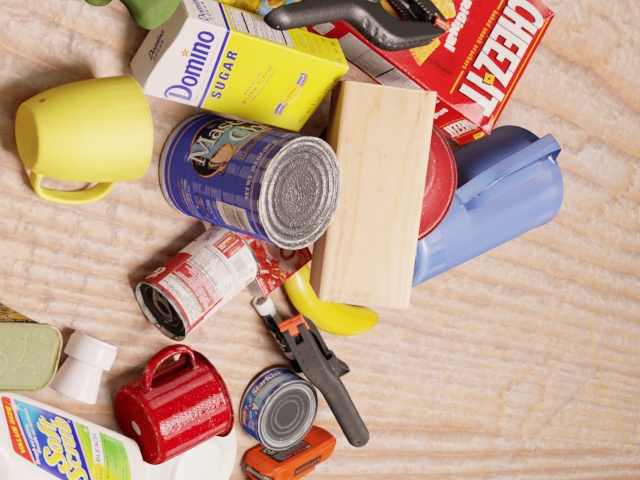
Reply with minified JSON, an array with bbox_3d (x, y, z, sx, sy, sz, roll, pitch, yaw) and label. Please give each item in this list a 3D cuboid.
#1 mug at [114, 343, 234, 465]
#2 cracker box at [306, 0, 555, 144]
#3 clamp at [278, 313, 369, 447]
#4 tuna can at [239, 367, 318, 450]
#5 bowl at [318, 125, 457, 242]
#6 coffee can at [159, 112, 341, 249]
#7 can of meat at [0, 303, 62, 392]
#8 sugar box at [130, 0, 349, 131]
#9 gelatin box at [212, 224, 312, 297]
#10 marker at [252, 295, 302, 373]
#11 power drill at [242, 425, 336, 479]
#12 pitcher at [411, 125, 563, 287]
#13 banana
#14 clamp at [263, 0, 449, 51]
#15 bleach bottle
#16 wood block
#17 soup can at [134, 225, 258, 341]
[{"bbox_3d":[-0.141,0.151,1.010,0.081,0.093,0.117,-23,130,-35],"label":"mug"},{"bbox_3d":[0.118,-0.229,1.106,0.213,0.072,0.164,34,75,-16],"label":"cracker box"},{"bbox_3d":[0.006,0.147,1.150,0.039,0.120,0.171,-32,138,5],"label":"clamp"},{"bbox_3d":[-0.044,0.184,1.161,0.085,0.034,0.086,-17,118,-35],"label":"tuna can"},{"bbox_3d":[0.070,-0.073,1.116,0.162,0.055,0.162,1,82,-6],"label":"bowl"},{"bbox_3d":[-0.066,-0.057,0.983,0.102,0.141,0.103,-18,115,-42],"label":"coffee can"},{"bbox_3d":[-0.273,0.081,0.851,0.101,0.084,0.057,8,98,-48],"label":"can of meat"},{"bbox_3d":[-0.071,-0.157,0.961,0.175,0.048,0.093,7,138,-38],"label":"sugar box"},{"bbox_3d":[-0.057,0.001,1.078,0.073,0.030,0.089,-39,111,-31],"label":"gelatin box"},{"bbox_3d":[-0.041,0.103,1.155,0.020,0.020,0.121,-49,133,-24],"label":"marker"},{"bbox_3d":[-0.021,0.309,1.217,0.184,0.057,0.188,-19,116,-42],"label":"power drill"},{"bbox_3d":[0.166,-0.042,1.240,0.242,0.145,0.149,-27,125,-35],"label":"pitcher"},{"bbox_3d":[0.007,0.064,1.180,0.069,0.037,0.197,-57,136,-16],"label":"banana"},{"bbox_3d":[0.033,-0.226,0.993,0.209,0.036,0.164,26,57,-28],"label":"clamp"},{"bbox_3d":[-0.246,0.183,0.892,0.250,0.068,0.102,40,31,-51],"label":"bleach bottle"},{"bbox_3d":[0.048,-0.046,1.031,0.090,0.091,0.206,6,98,-7],"label":"wood block"},{"bbox_3d":[-0.116,0.039,1.017,0.102,0.069,0.068,-41,129,-31],"label":"soup can"}]
